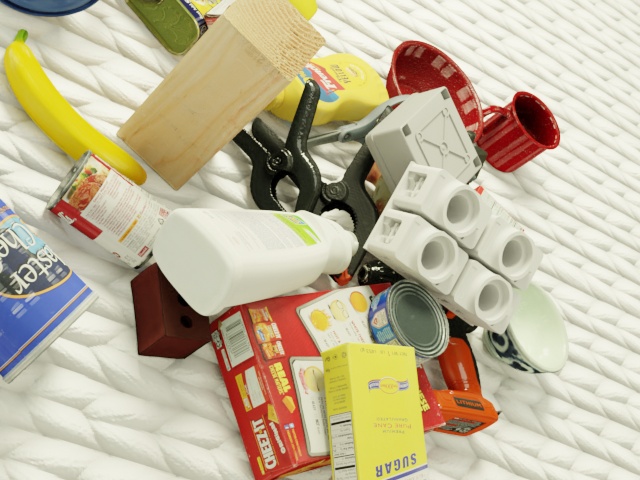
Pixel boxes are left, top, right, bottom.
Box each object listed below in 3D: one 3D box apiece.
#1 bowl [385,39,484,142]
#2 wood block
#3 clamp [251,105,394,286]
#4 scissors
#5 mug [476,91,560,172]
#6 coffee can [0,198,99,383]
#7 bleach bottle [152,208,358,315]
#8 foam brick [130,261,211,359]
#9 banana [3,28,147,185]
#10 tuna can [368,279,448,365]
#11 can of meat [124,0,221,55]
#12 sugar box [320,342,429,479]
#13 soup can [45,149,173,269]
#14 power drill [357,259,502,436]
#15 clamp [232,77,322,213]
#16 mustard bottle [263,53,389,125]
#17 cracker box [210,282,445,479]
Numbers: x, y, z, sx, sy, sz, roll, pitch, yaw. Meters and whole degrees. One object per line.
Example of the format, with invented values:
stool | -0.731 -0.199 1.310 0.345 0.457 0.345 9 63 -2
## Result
bowl | 0.139 -0.181 1.403 0.161 0.055 0.162 22 51 -30
wood block | -0.101 -0.152 1.060 0.090 0.206 0.090 44 43 -10
clamp | 0.004 -0.054 1.189 0.164 0.036 0.210 0 73 -1
scissors | 0.035 -0.117 1.287 0.201 0.096 0.016 -26 53 -18
mug | 0.260 -0.150 1.470 0.117 0.082 0.093 20 51 -31
coffee can | -0.266 0.032 0.870 0.140 0.103 0.102 46 43 -7
bleach bottle | -0.041 0.013 1.040 0.103 0.068 0.250 45 27 27
foam brick | -0.140 0.065 0.997 0.052 0.051 0.078 10 57 -38
banana | -0.248 -0.125 1.039 0.198 0.037 0.069 52 43 -2
tuna can | 0.090 0.086 1.096 0.086 0.034 0.086 23 50 -32
can of meat | -0.158 -0.270 1.201 0.102 0.058 0.083 49 41 -4
sugar box | 0.054 0.186 0.991 0.093 0.048 0.176 8 67 -40
soup can | -0.195 -0.028 0.999 0.102 0.069 0.068 37 45 -18
power drill | 0.124 0.116 1.192 0.184 0.057 0.187 16 54 -33
clamp | -0.053 -0.087 1.163 0.039 0.120 0.171 26 58 -68
mustard bottle | -0.011 -0.179 1.265 0.191 0.058 0.096 -12 58 -44
cracker box | 0.007 0.137 1.065 0.213 0.072 0.164 -5 68 -44
